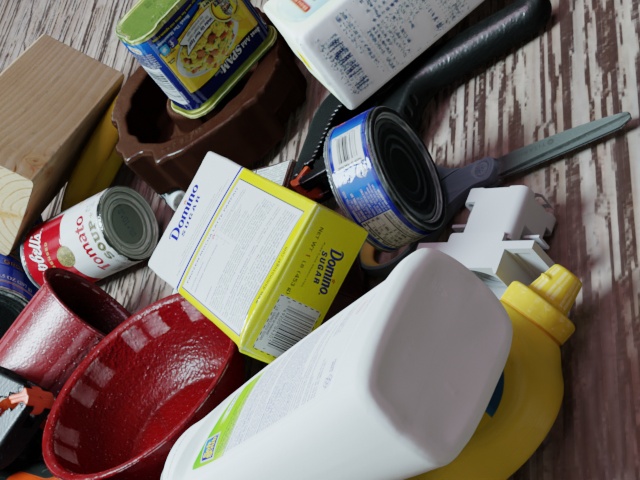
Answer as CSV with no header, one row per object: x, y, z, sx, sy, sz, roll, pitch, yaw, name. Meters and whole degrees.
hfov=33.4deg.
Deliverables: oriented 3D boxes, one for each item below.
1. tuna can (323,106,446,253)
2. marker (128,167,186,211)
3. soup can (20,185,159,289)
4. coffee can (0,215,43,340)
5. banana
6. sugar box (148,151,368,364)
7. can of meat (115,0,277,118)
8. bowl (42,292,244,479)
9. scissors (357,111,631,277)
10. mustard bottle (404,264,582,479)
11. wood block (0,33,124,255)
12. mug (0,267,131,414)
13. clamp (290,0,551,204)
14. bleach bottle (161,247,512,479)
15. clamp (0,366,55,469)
0.041,-0.038,0.651,0.034,0.086,0.086,-26,43,29,tuna can
-0.144,-0.053,0.938,0.020,0.020,0.121,-52,37,-1,marker
-0.195,0.001,0.904,0.102,0.068,0.068,-22,45,33,soup can
-0.301,0.031,0.960,0.103,0.102,0.140,-37,39,18,coffee can
-0.199,-0.087,0.995,0.070,0.037,0.197,-28,35,63,banana
-0.045,0.007,0.663,0.093,0.048,0.176,-61,27,1,sugar box
-0.097,-0.161,0.831,0.102,0.084,0.058,-49,41,-11,can of meat
-0.107,0.109,0.717,0.162,0.055,0.162,-28,30,18,bowl
0.094,-0.024,0.669,0.202,0.016,0.096,-7,57,44,scissors
0.071,0.092,0.561,0.191,0.058,0.096,-51,30,0,mustard bottle
-0.265,-0.092,0.965,0.090,0.091,0.206,-60,6,36,wood block
-0.192,0.087,0.817,0.081,0.093,0.117,-51,47,8,mug
0.059,-0.110,0.761,0.165,0.036,0.210,21,72,52,clamp
-0.014,0.095,0.558,0.251,0.068,0.102,-35,18,50,bleach bottle
-0.270,0.131,0.790,0.172,0.039,0.120,-30,69,20,clamp
